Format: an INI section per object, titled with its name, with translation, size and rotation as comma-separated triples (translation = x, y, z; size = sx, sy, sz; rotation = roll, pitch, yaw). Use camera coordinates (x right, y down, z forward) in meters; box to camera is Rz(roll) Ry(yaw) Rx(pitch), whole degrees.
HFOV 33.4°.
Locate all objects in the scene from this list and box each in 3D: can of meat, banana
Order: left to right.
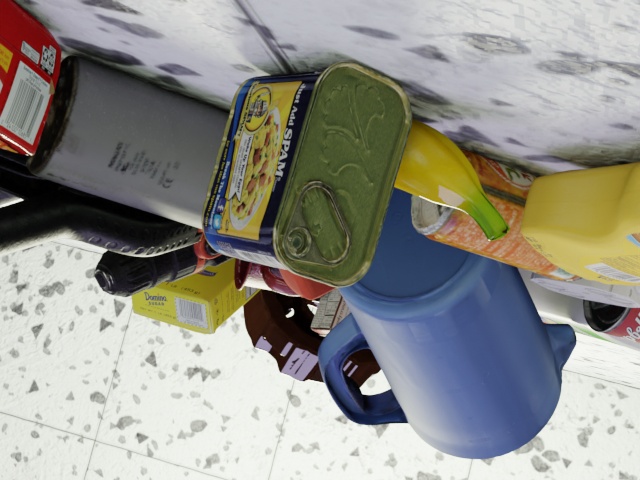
[can of meat]
translation = -0.011, -0.034, 0.526
size = 0.057, 0.102, 0.084
rotation = 19, 175, -33
[banana]
translation = 0.034, -0.036, 0.586
size = 0.037, 0.069, 0.198
rotation = -21, -168, -16

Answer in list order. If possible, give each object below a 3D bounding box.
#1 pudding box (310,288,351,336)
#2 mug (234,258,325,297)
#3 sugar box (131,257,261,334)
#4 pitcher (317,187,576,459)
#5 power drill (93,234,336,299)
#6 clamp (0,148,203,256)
[pudding box]
translation = 0.032, 0.037, 0.983
size = 0.039, 0.113, 0.090
rotation = 19, 173, -11
[mug]
translation = -0.028, 0.013, 0.976
size = 0.081, 0.093, 0.117
rotation = 11, -153, -13
[sugar box]
translation = -0.100, 0.025, 1.065
size = 0.093, 0.048, 0.176
rotation = 14, -145, 24
[pitcher]
translation = 0.082, 0.061, 0.763
size = 0.145, 0.149, 0.242
rotation = 21, 160, 30
[power drill]
translation = -0.055, 0.001, 0.810
size = 0.188, 0.057, 0.184
rotation = 7, -152, 45
[clamp]
translation = -0.167, -0.031, 0.679
size = 0.209, 0.036, 0.165
rotation = 3, -151, -44
